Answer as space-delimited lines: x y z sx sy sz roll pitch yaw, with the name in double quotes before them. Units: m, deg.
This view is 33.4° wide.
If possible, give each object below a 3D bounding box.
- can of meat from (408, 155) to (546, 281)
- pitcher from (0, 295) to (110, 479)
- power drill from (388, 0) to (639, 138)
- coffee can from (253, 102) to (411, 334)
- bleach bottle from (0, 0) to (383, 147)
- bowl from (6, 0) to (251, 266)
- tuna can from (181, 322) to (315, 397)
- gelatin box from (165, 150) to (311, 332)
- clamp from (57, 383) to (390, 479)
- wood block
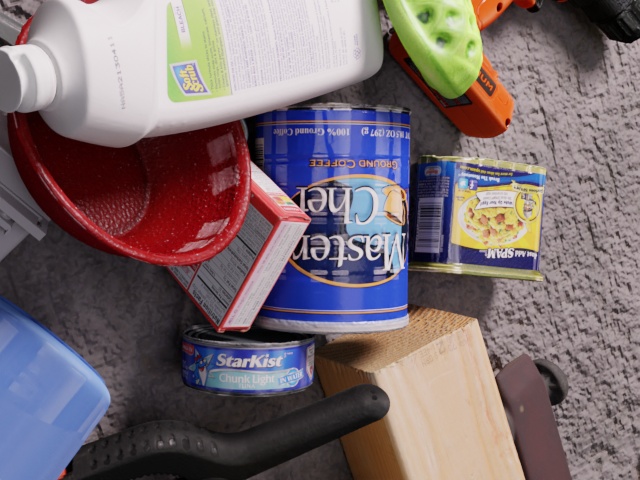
"can of meat" 0.115 -0.015 0.778 0.101 0.058 0.084 5 88 -29
"pitcher" -0.219 0.153 0.573 0.242 0.145 0.149 -53 151 -19
"power drill" 0.150 -0.168 0.788 0.184 0.057 0.187 43 71 -20
"coffee can" 0.007 -0.015 0.693 0.102 0.103 0.140 -1 93 -28
"bleach bottle" -0.067 -0.112 0.573 0.250 0.068 0.102 -22 101 -47
"bowl" -0.115 -0.052 0.594 0.161 0.055 0.162 27 50 -37
"tuna can" -0.046 0.074 0.681 0.086 0.086 0.034 -1 95 -28
"gelatin box" -0.054 0.001 0.659 0.030 0.073 0.089 2 125 -48
"clamp" -0.064 0.144 0.672 0.209 0.036 0.165 9 125 -23
"wood block" 0.079 0.160 0.750 0.090 0.091 0.206 -24 105 -24
